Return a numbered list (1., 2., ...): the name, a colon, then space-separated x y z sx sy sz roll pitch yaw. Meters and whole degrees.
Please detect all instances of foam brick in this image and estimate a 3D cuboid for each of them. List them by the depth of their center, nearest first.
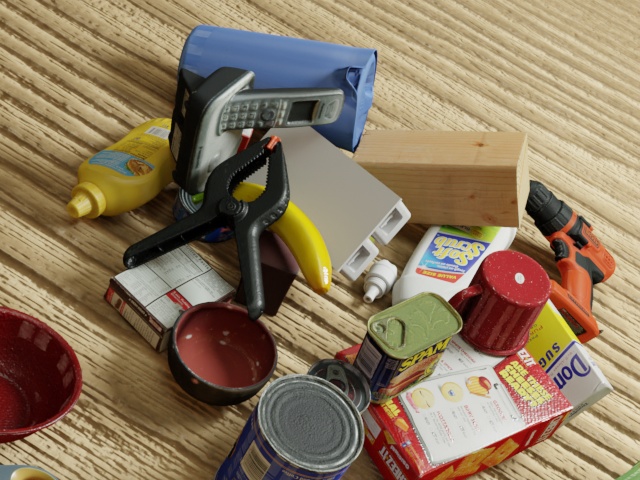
1. foam brick: -0.058 0.036 1.194 0.053 0.078 0.051 22 44 -8

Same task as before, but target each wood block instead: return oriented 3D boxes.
1. wood block: 0.151 -0.080 1.340 0.206 0.090 0.090 3 35 19

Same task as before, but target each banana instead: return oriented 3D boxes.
1. banana: -0.049 -0.014 1.162 0.198 0.037 0.069 34 74 26

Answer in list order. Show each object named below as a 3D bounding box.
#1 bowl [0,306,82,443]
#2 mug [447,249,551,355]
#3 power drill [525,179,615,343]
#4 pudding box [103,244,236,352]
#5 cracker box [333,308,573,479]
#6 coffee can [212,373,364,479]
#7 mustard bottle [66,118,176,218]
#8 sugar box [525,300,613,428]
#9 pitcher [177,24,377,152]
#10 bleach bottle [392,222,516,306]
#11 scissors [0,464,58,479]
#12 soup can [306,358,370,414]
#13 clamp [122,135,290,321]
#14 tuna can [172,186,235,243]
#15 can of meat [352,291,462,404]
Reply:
1. bowl: -0.303 0.132 0.974 0.162 0.055 0.162 19 33 -13
2. mug: 0.189 0.065 1.159 0.117 0.082 0.093 -3 49 -22
3. power drill: 0.310 0.030 1.377 0.184 0.057 0.187 42 42 -18
4. pudding box: -0.161 0.057 1.148 0.090 0.039 0.113 42 41 17
5. cracker box: 0.136 0.170 1.152 0.213 0.072 0.164 -16 55 -31
6. coffee can: -0.033 0.206 0.992 0.102 0.140 0.103 15 44 -15
7. mustard bottle: -0.221 -0.077 1.226 0.096 0.058 0.191 19 38 24
8. sugar box: 0.253 0.128 1.255 0.048 0.093 0.176 30 24 -55
9. pitcher: -0.053 -0.197 1.372 0.243 0.149 0.145 13 33 8
10. bleach bottle: 0.158 0.041 1.312 0.102 0.068 0.250 26 42 10
11. scissors: -0.304 0.194 0.953 0.096 0.016 0.202 -21 61 -42
12. soup can: 0.000 0.175 1.069 0.068 0.102 0.068 15 44 -15
13. clamp: -0.086 -0.019 1.128 0.165 0.036 0.209 29 67 19
14. tuna can: -0.130 -0.038 1.261 0.086 0.034 0.086 15 43 -15
15. can of meat: 0.083 0.109 1.078 0.101 0.084 0.057 -22 58 -35
